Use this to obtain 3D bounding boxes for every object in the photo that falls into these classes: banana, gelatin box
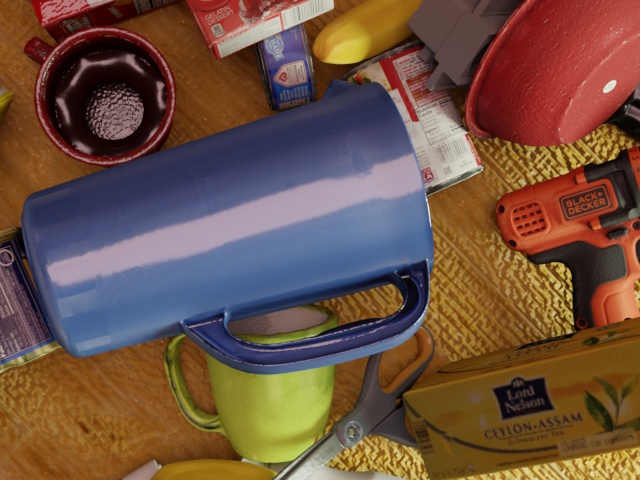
[{"bbox_3d":[0.065,-0.172,0.756,0.197,0.070,0.037,-36,82,-19],"label":"banana"},{"bbox_3d":[-0.046,-0.170,0.696,0.089,0.030,0.073,-25,75,-5],"label":"gelatin box"}]

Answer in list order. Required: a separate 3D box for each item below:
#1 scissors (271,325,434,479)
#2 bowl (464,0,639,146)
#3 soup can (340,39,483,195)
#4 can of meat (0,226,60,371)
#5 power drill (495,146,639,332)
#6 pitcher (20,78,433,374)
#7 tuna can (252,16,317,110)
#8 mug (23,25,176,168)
[{"bbox_3d":[0.033,0.140,0.728,0.096,0.016,0.201,52,52,-16],"label":"scissors"},{"bbox_3d":[0.174,-0.118,0.720,0.162,0.162,0.055,-42,66,-5],"label":"bowl"},{"bbox_3d":[0.066,-0.083,0.761,0.068,0.068,0.102,-24,90,-5],"label":"soup can"},{"bbox_3d":[-0.209,0.040,0.719,0.057,0.102,0.084,-24,92,-6],"label":"can of meat"},{"bbox_3d":[0.234,0.027,0.751,0.185,0.057,0.187,-18,88,21],"label":"power drill"},{"bbox_3d":[-0.054,0.001,0.676,0.242,0.149,0.145,-16,113,-7],"label":"pitcher"},{"bbox_3d":[-0.028,-0.135,0.747,0.033,0.086,0.086,-14,89,-3],"label":"tuna can"},{"bbox_3d":[-0.154,-0.100,0.738,0.117,0.081,0.093,33,86,-3],"label":"mug"}]
